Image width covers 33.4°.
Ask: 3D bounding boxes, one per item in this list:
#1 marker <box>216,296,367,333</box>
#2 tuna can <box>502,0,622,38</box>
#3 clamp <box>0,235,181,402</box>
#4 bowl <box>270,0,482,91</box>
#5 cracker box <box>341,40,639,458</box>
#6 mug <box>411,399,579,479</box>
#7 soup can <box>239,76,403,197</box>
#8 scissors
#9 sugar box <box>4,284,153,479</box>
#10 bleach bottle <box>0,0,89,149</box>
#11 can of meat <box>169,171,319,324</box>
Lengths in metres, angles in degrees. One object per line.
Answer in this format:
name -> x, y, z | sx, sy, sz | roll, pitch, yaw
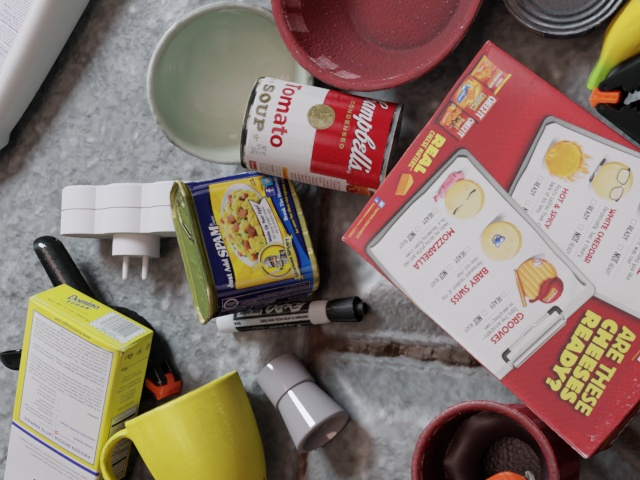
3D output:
marker -> -0.021, 0.055, 0.787 | 0.121, 0.020, 0.020 | -7, 82, 27
tuna can -> 0.158, -0.175, 0.694 | 0.086, 0.033, 0.086 | 1, 94, 12
clamp -> -0.183, 0.071, 0.856 | 0.172, 0.039, 0.120 | 18, 108, 22
bowl -> 0.048, -0.178, 0.732 | 0.162, 0.055, 0.162 | -1, 87, 28
cracker box -> 0.144, 0.003, 0.677 | 0.214, 0.072, 0.164 | 42, 105, 23
mug -> 0.105, 0.150, 0.677 | 0.117, 0.081, 0.093 | -23, 75, 24
soup can -> 0.001, -0.072, 0.742 | 0.102, 0.068, 0.068 | 13, 91, 6
scissors -> 0.086, -0.168, 0.754 | 0.202, 0.016, 0.096 | -46, 67, 17
sugar box -> -0.189, 0.133, 0.825 | 0.093, 0.048, 0.176 | 25, 118, 23
bleach bottle -> -0.278, -0.165, 0.918 | 0.103, 0.068, 0.251 | 40, 106, 25
can of meat -> -0.055, 0.001, 0.767 | 0.083, 0.057, 0.102 | -12, 77, -18
